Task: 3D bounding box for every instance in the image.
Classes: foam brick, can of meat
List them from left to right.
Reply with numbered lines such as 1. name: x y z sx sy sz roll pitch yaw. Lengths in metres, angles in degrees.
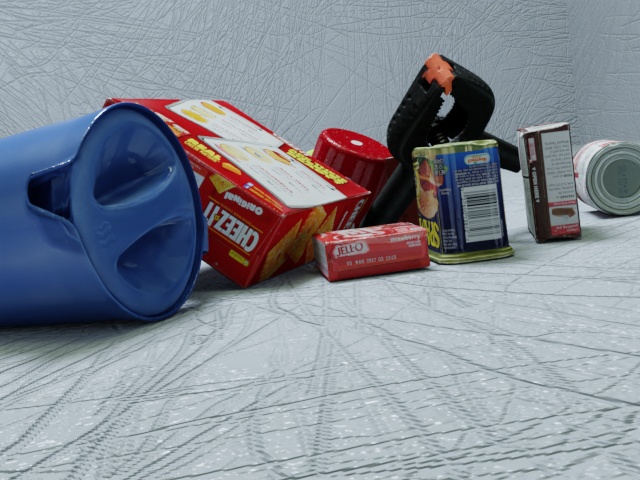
1. foam brick: 0.098 -0.048 1.038 0.053 0.078 0.051 -5 7 22
2. can of meat: 0.103 -0.031 0.796 0.057 0.084 0.102 -7 5 -5

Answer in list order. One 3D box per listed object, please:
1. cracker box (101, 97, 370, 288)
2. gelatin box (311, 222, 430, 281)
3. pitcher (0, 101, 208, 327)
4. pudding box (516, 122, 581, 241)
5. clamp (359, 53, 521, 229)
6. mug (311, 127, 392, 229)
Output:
1. cracker box: -0.070 -0.045 0.859 0.164 0.072 0.213 33 15 13
2. gelatin box: 0.035 0.006 0.778 0.073 0.030 0.089 -7 5 -5
3. pitcher: -0.202 -0.002 0.704 0.243 0.149 0.145 -8 35 26
4. pudding box: 0.184 -0.049 0.866 0.039 0.090 0.113 -8 5 10
5. clamp: 0.091 -0.074 0.880 0.164 0.036 0.210 -31 -27 -1
6. mug: 0.037 -0.059 1.090 0.117 0.081 0.093 22 21 5
